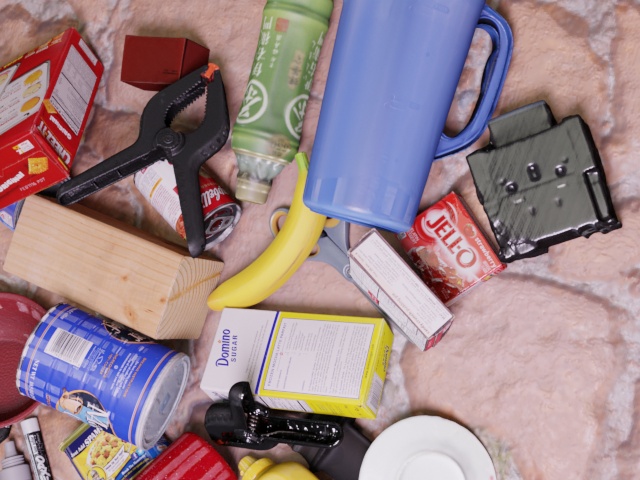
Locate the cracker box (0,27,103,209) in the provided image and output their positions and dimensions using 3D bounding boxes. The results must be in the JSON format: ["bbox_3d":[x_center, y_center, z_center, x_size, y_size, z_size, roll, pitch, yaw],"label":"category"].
[{"bbox_3d":[-0.330,-0.120,1.147,0.164,0.072,0.213,-23,35,19],"label":"cracker box"}]

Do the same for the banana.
[{"bbox_3d":[-0.045,0.009,1.081,0.198,0.037,0.070,-56,49,17],"label":"banana"}]

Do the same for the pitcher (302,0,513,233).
[{"bbox_3d":[0.073,-0.132,1.006,0.149,0.144,0.243,14,89,33],"label":"pitcher"}]

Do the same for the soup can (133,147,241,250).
[{"bbox_3d":[-0.141,-0.046,1.122,0.068,0.068,0.102,-48,69,12],"label":"soup can"}]

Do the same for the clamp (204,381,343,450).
[{"bbox_3d":[-0.070,0.173,1.034,0.172,0.120,0.039,-19,40,49],"label":"clamp"}]

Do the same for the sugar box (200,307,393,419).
[{"bbox_3d":[-0.023,0.120,1.054,0.176,0.048,0.093,2,60,26],"label":"sugar box"}]

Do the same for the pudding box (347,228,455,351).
[{"bbox_3d":[0.075,0.048,0.999,0.039,0.090,0.113,-43,79,-8],"label":"pudding box"}]

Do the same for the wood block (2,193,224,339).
[{"bbox_3d":[-0.221,0.027,1.137,0.206,0.090,0.090,20,93,24],"label":"wood block"}]

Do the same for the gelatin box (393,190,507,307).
[{"bbox_3d":[0.124,0.009,1.024,0.073,0.030,0.089,-35,73,16],"label":"gelatin box"}]

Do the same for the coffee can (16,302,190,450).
[{"bbox_3d":[-0.215,0.135,1.067,0.140,0.102,0.103,22,94,10],"label":"coffee can"}]

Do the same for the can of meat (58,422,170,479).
[{"bbox_3d":[-0.214,0.224,1.133,0.102,0.057,0.084,-42,73,14],"label":"can of meat"}]

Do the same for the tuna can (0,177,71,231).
[{"bbox_3d":[-0.316,-0.044,1.186,0.034,0.086,0.086,32,97,24],"label":"tuna can"}]

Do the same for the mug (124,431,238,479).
[{"bbox_3d":[-0.127,0.254,1.067,0.117,0.093,0.081,44,66,9],"label":"mug"}]

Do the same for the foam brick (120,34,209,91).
[{"bbox_3d":[-0.169,-0.190,1.157,0.078,0.051,0.053,8,89,24],"label":"foam brick"}]

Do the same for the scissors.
[{"bbox_3d":[0.036,0.011,1.068,0.202,0.016,0.096,32,102,23],"label":"scissors"}]

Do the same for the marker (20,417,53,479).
[{"bbox_3d":[-0.310,0.258,1.190,0.020,0.020,0.121,-24,76,19],"label":"marker"}]

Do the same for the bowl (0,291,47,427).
[{"bbox_3d":[-0.360,0.141,1.183,0.162,0.055,0.162,-1,63,1],"label":"bowl"}]

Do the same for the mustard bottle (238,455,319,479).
[{"bbox_3d":[-0.016,0.269,1.026,0.192,0.058,0.096,36,135,39],"label":"mustard bottle"}]

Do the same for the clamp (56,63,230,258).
[{"bbox_3d":[-0.145,-0.086,1.081,0.165,0.036,0.210,28,70,15],"label":"clamp"}]
